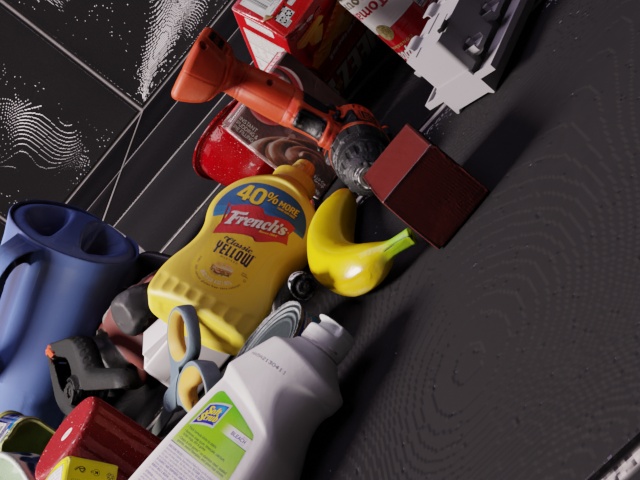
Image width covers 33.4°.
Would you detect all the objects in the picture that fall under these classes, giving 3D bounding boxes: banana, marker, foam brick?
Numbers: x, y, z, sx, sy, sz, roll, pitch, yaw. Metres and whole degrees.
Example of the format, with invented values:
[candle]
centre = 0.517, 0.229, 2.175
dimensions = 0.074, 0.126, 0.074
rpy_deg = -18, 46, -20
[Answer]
[banana]
centre = 0.021, 0.004, 0.798
dimensions = 0.069, 0.037, 0.198
rpy_deg = -34, 18, -4
[marker]
centre = -0.014, 0.033, 0.797
dimensions = 0.020, 0.020, 0.121
rpy_deg = -53, 2, -2
[foam brick]
centre = 0.069, -0.039, 0.721
dimensions = 0.051, 0.053, 0.078
rpy_deg = -49, 17, 8

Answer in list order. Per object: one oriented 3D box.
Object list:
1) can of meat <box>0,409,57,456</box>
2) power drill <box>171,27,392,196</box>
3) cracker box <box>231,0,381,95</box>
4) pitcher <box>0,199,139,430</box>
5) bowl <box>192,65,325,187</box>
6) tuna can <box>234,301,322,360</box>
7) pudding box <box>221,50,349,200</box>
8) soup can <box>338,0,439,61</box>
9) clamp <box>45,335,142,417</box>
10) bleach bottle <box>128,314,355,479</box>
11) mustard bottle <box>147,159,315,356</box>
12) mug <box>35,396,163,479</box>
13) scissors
[can of meat]
centre = -0.267, 0.208, 1.019
dimensions = 0.057, 0.102, 0.084
rpy_deg = -59, 20, -21
[power drill]
centre = -0.028, -0.104, 0.883
dimensions = 0.057, 0.187, 0.184
rpy_deg = -61, 11, 13
[cracker box]
centre = 0.003, -0.233, 1.098
dimensions = 0.164, 0.072, 0.213
rpy_deg = -54, -17, -10
[pitcher]
centre = -0.292, 0.090, 1.082
dimensions = 0.243, 0.149, 0.145
rpy_deg = -66, 25, 17
[bowl]
centre = -0.046, -0.098, 1.066
dimensions = 0.162, 0.055, 0.162
rpy_deg = -34, -19, -13
[tuna can]
centre = -0.029, 0.087, 0.754
dimensions = 0.086, 0.033, 0.086
rpy_deg = -46, 18, 19
[pudding box]
centre = -0.021, -0.107, 0.991
dimensions = 0.090, 0.113, 0.039
rpy_deg = -53, 20, -2
[soup can]
centre = 0.074, -0.215, 0.983
dimensions = 0.069, 0.102, 0.068
rpy_deg = -46, 18, 19
[clamp]
centre = -0.207, 0.131, 0.966
dimensions = 0.172, 0.039, 0.120
rpy_deg = 48, 120, 43
[bleach bottle]
centre = -0.061, 0.152, 0.641
dimensions = 0.103, 0.068, 0.250
rpy_deg = 28, 72, 40
[mustard bottle]
centre = -0.056, 0.001, 0.894
dimensions = 0.191, 0.096, 0.058
rpy_deg = -57, -16, -33
[mug]
centre = -0.173, 0.183, 0.852
dimensions = 0.093, 0.081, 0.117
rpy_deg = -51, 17, 4
[scissors]
centre = -0.119, 0.109, 0.860
dimensions = 0.202, 0.016, 0.096
rpy_deg = -29, 72, 63
